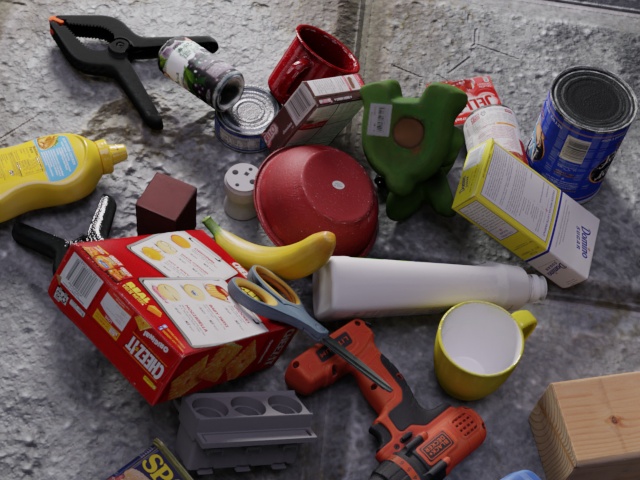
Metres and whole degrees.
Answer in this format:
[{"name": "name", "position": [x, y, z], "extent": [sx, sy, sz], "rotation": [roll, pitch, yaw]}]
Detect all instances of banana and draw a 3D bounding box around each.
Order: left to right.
[{"name": "banana", "position": [-0.053, 0.015, 1.157], "extent": [0.198, 0.069, 0.037], "rotation": [6, 46, 41]}]

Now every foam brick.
[{"name": "foam brick", "position": [-0.173, -0.028, 1.195], "extent": [0.051, 0.078, 0.053], "rotation": [24, 57, 8]}]

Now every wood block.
[{"name": "wood block", "position": [0.333, 0.190, 1.092], "extent": [0.206, 0.090, 0.091], "rotation": [-5, 57, -10]}]

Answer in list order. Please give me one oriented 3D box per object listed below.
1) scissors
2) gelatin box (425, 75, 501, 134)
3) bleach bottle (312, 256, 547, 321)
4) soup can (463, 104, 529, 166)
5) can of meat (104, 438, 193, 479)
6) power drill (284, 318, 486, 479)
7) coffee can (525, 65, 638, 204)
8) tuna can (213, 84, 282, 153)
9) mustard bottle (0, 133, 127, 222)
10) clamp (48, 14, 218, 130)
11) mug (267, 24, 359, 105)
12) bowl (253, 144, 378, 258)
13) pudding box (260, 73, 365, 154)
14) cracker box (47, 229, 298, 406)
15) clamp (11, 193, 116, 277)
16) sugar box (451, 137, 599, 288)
[{"name": "scissors", "position": [-0.020, 0.089, 1.074], "extent": [0.096, 0.016, 0.202], "rotation": [3, 33, -50]}, {"name": "gelatin box", "position": [0.185, -0.170, 1.360], "extent": [0.089, 0.030, 0.073], "rotation": [-9, 57, -11]}, {"name": "bleach bottle", "position": [0.123, 0.053, 1.170], "extent": [0.250, 0.103, 0.068], "rotation": [1, 81, -13]}, {"name": "soup can", "position": [0.214, -0.106, 1.296], "extent": [0.068, 0.068, 0.102], "rotation": [-1, 55, -7]}, {"name": "can of meat", "position": [-0.160, 0.255, 1.016], "extent": [0.083, 0.057, 0.102], "rotation": [-35, 66, -23]}, {"name": "power drill", "position": [0.049, 0.185, 1.087], "extent": [0.184, 0.057, 0.188], "rotation": [-31, 67, -28]}, {"name": "coffee can", "position": [0.305, -0.123, 1.273], "extent": [0.102, 0.140, 0.103], "rotation": [3, 55, -4]}, {"name": "tuna can", "position": [-0.088, -0.151, 1.315], "extent": [0.086, 0.034, 0.086], "rotation": [3, 55, -4]}, {"name": "mustard bottle", "position": [-0.316, -0.078, 1.225], "extent": [0.191, 0.058, 0.096], "rotation": [-17, 47, -17]}, {"name": "clamp", "position": [-0.252, -0.226, 1.348], "extent": [0.210, 0.036, 0.164], "rotation": [18, 55, 2]}, {"name": "mug", "position": [-0.016, -0.202, 1.305], "extent": [0.093, 0.082, 0.117], "rotation": [41, 28, 6]}, {"name": "bowl", "position": [0.007, -0.049, 1.209], "extent": [0.161, 0.055, 0.162], "rotation": [13, 60, -24]}, {"name": "pudding box", "position": [-0.006, -0.147, 1.260], "extent": [0.089, 0.114, 0.039], "rotation": [-16, 73, -39]}, {"name": "cracker box", "position": [-0.142, 0.070, 1.071], "extent": [0.164, 0.072, 0.213], "rotation": [42, 22, 20]}, {"name": "clamp", "position": [-0.269, 0.014, 1.163], "extent": [0.120, 0.039, 0.171], "rotation": [-19, 40, -9]}, {"name": "sugar box", "position": [0.236, -0.029, 1.215], "extent": [0.176, 0.048, 0.093], "rotation": [36, 54, -20]}]
